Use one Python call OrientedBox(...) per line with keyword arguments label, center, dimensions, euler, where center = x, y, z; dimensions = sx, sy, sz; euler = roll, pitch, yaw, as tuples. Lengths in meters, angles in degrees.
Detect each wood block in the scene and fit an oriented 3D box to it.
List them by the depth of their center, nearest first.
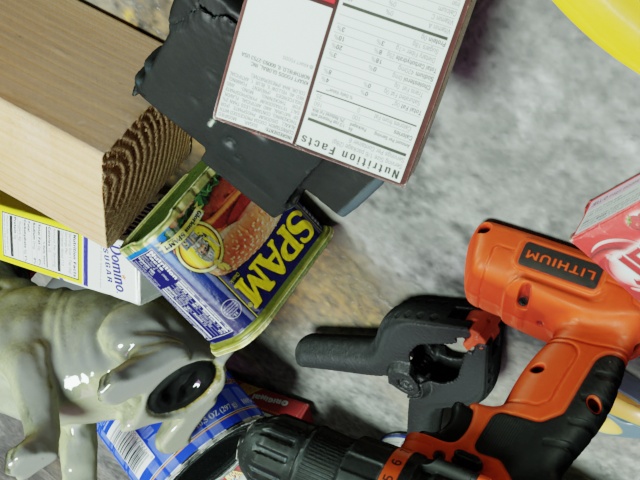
OrientedBox(label="wood block", center=(-0.185, -0.095, 0.622), dimensions=(0.206, 0.090, 0.090), euler=(28, 146, 10))

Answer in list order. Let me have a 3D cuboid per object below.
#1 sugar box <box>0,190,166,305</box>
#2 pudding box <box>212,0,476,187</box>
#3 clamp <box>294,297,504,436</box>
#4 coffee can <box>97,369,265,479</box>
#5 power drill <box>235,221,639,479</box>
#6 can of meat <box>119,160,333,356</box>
OrientedBox(label="sugar box", center=(-0.157, -0.010, 0.700), dimensions=(0.176, 0.093, 0.048), euler=(12, 111, 28))
OrientedBox(label="pudding box", center=(0.014, -0.089, 0.444), dimensions=(0.090, 0.039, 0.114), euler=(20, 114, 4))
OrientedBox(label="clamp", center=(0.066, 0.089, 0.680), dimensions=(0.120, 0.039, 0.172), euler=(42, 146, -14))
OrientedBox(label="coffee can", center=(-0.120, 0.110, 0.773), dimensions=(0.140, 0.102, 0.103), euler=(48, 151, 19))
OrientedBox(label="power drill", center=(0.074, 0.079, 0.525), dimensions=(0.185, 0.187, 0.057), euler=(21, 146, 18))
OrientedBox(label="can of meat", center=(-0.054, 0.001, 0.619), dimensions=(0.084, 0.102, 0.058), euler=(47, 145, -14))
